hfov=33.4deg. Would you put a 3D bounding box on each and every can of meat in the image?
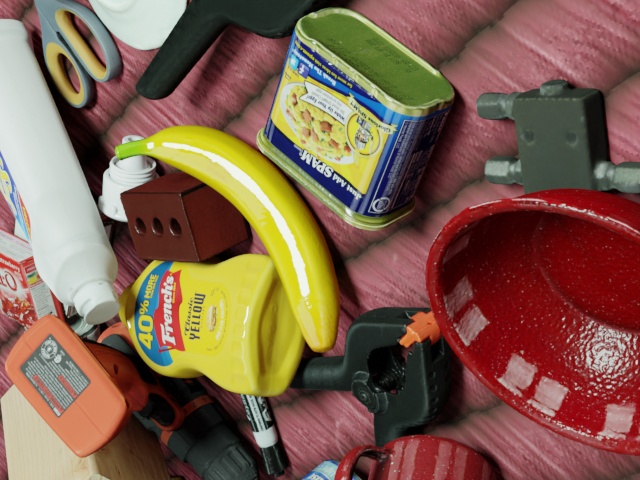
[{"bbox_3d":[0.019,-0.071,0.606,0.102,0.057,0.084,41,134,24],"label":"can of meat"}]

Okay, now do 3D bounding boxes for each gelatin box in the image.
[{"bbox_3d":[-0.268,0.035,0.940,0.089,0.030,0.073,20,128,41],"label":"gelatin box"}]

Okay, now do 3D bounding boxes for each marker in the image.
[{"bbox_3d":[-0.050,0.127,0.823,0.020,0.020,0.121,-3,109,48],"label":"marker"}]

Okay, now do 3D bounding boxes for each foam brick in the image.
[{"bbox_3d":[-0.098,-0.018,0.767,0.078,0.051,0.053,1,112,47],"label":"foam brick"}]

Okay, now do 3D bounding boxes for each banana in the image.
[{"bbox_3d":[-0.045,-0.015,0.703,0.198,0.069,0.037,43,179,12],"label":"banana"}]

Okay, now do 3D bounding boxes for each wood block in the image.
[{"bbox_3d":[-0.188,0.173,0.856,0.090,0.091,0.206,38,-172,-31],"label":"wood block"}]

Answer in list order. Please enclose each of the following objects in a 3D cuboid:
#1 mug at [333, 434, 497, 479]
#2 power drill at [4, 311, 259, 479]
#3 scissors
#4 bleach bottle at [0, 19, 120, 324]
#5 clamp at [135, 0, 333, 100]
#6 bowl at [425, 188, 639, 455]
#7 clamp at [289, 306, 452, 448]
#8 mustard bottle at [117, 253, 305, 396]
[{"bbox_3d":[0.056,0.168,0.652,0.117,0.081,0.093,35,133,-17],"label":"mug"},{"bbox_3d":[-0.138,0.126,0.807,0.184,0.187,0.057,42,92,22],"label":"power drill"},{"bbox_3d":[-0.223,-0.185,0.836,0.202,0.016,0.096,47,139,18],"label":"scissors"},{"bbox_3d":[-0.213,-0.048,0.817,0.251,0.068,0.103,59,152,27],"label":"bleach bottle"},{"bbox_3d":[-0.056,-0.158,0.644,0.210,0.036,0.164,13,117,37],"label":"clamp"},{"bbox_3d":[0.134,0.030,0.521,0.162,0.055,0.162,26,142,22],"label":"bowl"},{"bbox_3d":[0.033,0.089,0.697,0.120,0.039,0.172,38,138,19],"label":"clamp"},{"bbox_3d":[-0.092,0.055,0.786,0.192,0.058,0.096,4,86,48],"label":"mustard bottle"}]
